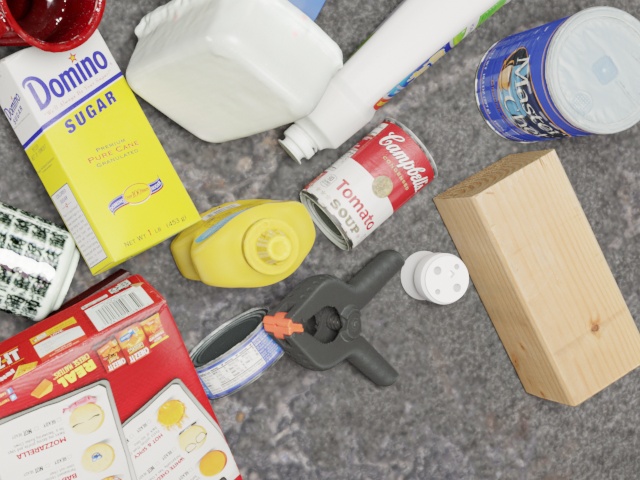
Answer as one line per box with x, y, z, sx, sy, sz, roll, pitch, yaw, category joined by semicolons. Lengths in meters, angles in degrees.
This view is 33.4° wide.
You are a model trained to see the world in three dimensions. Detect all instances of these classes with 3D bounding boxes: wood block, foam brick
0.196;0.032;0.952;0.090;0.090;0.206;-29;99;-15;wood block
-0.177;0.065;0.864;0.078;0.051;0.053;-34;100;-12;foam brick

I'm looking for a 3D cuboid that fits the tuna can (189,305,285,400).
-0.069;0.092;0.879;0.086;0.086;0.033;-37;103;-12;tuna can

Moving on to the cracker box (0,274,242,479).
-0.166;0.155;0.822;0.164;0.072;0.213;-29;122;-17;cracker box

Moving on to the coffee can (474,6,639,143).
0.209;-0.139;0.924;0.102;0.140;0.103;-1;92;-16;coffee can

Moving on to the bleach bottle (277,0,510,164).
0.064;-0.159;0.913;0.251;0.102;0.068;-43;91;-4;bleach bottle

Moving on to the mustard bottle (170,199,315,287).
-0.055;0.001;0.824;0.096;0.192;0.058;-23;98;-15;mustard bottle

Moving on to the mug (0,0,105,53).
-0.224;-0.175;0.773;0.117;0.082;0.093;-56;133;-28;mug

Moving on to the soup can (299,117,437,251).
0.040;-0.048;0.916;0.102;0.069;0.068;-40;102;-11;soup can

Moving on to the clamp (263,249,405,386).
0.019;0.077;0.896;0.171;0.039;0.120;-12;96;-48;clamp

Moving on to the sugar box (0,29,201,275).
-0.176;-0.071;0.834;0.093;0.048;0.176;-30;94;-41;sugar box
